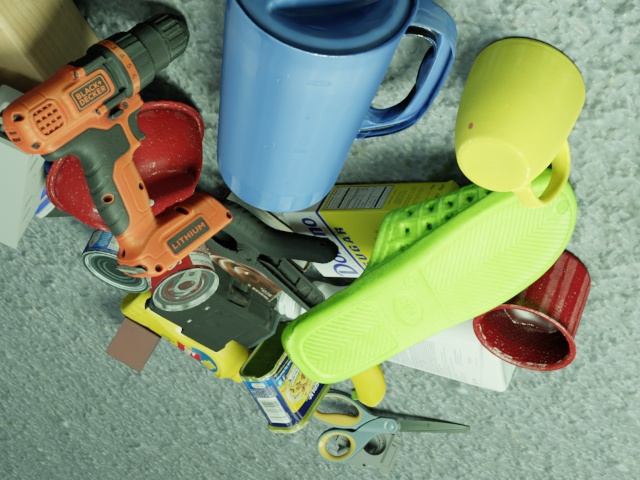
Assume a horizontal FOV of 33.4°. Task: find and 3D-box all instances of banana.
[{"bbox_3d":[0.032,0.136,1.214,0.070,0.037,0.197,5,140,31],"label":"banana"}]

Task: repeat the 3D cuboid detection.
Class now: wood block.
[{"bbox_3d":[-0.266,-0.173,0.937,0.091,0.090,0.206,-2,143,23],"label":"wood block"}]

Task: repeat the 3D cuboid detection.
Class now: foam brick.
[{"bbox_3d":[-0.230,0.124,1.339,0.051,0.053,0.078,31,-175,-5],"label":"foam brick"}]

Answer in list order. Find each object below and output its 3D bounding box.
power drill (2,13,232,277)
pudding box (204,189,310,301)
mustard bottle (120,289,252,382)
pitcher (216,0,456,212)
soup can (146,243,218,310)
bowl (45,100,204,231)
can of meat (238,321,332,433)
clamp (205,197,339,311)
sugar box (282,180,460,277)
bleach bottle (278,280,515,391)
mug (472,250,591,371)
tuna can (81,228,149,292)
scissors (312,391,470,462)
[{"bbox_3d":[-0.151,-0.078,0.902,0.057,0.184,0.187,3,127,55],"label":"power drill"},{"bbox_3d":[-0.072,0.005,1.111,0.113,0.039,0.090,35,146,-10],"label":"pudding box"},{"bbox_3d":[-0.148,0.115,1.291,0.191,0.058,0.096,36,164,-15],"label":"mustard bottle"},{"bbox_3d":[-0.007,-0.121,0.826,0.149,0.144,0.243,52,155,17],"label":"pitcher"},{"bbox_3d":[-0.151,0.011,1.079,0.068,0.102,0.068,-18,148,-12],"label":"soup can"},{"bbox_3d":[-0.169,-0.056,0.990,0.055,0.161,0.162,58,154,23],"label":"bowl"},{"bbox_3d":[-0.039,0.155,1.225,0.058,0.102,0.084,-5,125,38],"label":"can of meat"},{"bbox_3d":[-0.057,0.001,1.030,0.171,0.039,0.120,30,144,1],"label":"clamp"},{"bbox_3d":[0.059,-0.008,0.994,0.177,0.048,0.093,-3,134,35],"label":"sugar box"},{"bbox_3d":[0.072,0.082,1.086,0.251,0.068,0.102,11,144,24],"label":"bleach bottle"},{"bbox_3d":[0.193,0.064,0.963,0.093,0.081,0.117,17,145,16],"label":"mug"},{"bbox_3d":[-0.220,0.022,1.184,0.086,0.033,0.086,17,151,9],"label":"tuna can"},{"bbox_3d":[0.076,0.241,1.297,0.202,0.096,0.016,15,-172,21],"label":"scissors"}]
